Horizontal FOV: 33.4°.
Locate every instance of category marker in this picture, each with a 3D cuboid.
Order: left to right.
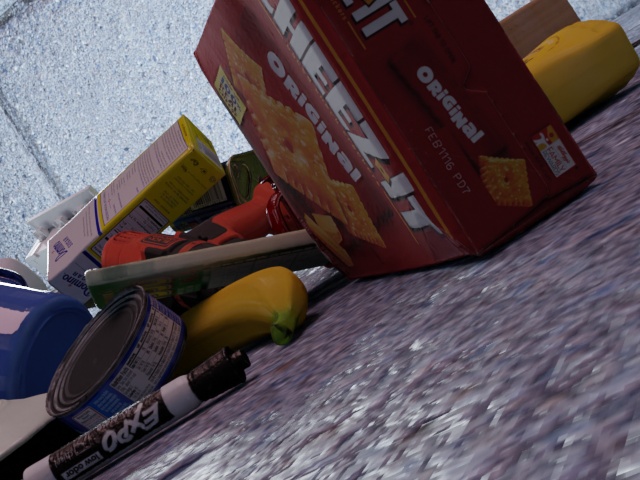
[{"bbox_3d":[-0.085,0.085,0.499,0.121,0.020,0.020,-32,3,7],"label":"marker"}]

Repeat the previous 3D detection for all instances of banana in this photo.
[{"bbox_3d":[-0.064,0.054,0.615,0.069,0.037,0.198,-35,4,-43],"label":"banana"}]

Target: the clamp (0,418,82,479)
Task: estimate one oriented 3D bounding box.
[{"bbox_3d":[-0.241,0.164,0.659,0.164,0.036,0.210,-34,7,-35],"label":"clamp"}]

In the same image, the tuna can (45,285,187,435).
[{"bbox_3d":[-0.114,0.069,0.597,0.086,0.033,0.086,-41,25,23],"label":"tuna can"}]

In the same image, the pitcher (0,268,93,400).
[{"bbox_3d":[-0.287,0.078,0.813,0.243,0.149,0.144,5,-13,24],"label":"pitcher"}]

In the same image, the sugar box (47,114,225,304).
[{"bbox_3d":[-0.167,-0.027,0.949,0.176,0.048,0.093,-44,26,8],"label":"sugar box"}]

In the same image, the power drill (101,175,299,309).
[{"bbox_3d":[-0.056,0.001,0.856,0.185,0.057,0.187,12,26,42],"label":"power drill"}]

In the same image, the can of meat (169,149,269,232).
[{"bbox_3d":[-0.094,-0.048,1.022,0.084,0.057,0.102,-15,5,24],"label":"can of meat"}]

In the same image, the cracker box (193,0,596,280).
[{"bbox_3d":[0.018,-0.066,0.518,0.072,0.164,0.214,-35,3,-13],"label":"cracker box"}]
